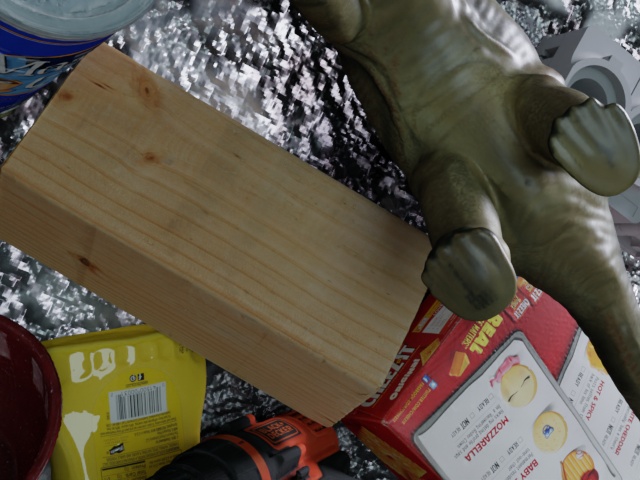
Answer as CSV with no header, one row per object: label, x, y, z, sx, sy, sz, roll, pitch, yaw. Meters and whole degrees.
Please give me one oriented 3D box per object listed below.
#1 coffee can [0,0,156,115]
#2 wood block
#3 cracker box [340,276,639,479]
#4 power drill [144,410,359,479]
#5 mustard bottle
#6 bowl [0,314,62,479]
coffee can,-0.140,-0.119,0.472,0.102,0.141,0.103,6,78,-33
wood block,-0.054,0.001,0.554,0.206,0.091,0.090,31,62,-4
cracker box,0.138,0.118,0.673,0.213,0.072,0.164,46,69,-16
power drill,0.013,0.153,0.542,0.188,0.184,0.057,27,105,21
mustard bottle,-0.105,0.146,0.591,0.096,0.058,0.191,-7,94,-34
bowl,-0.202,0.109,0.527,0.162,0.162,0.055,-26,138,-19
